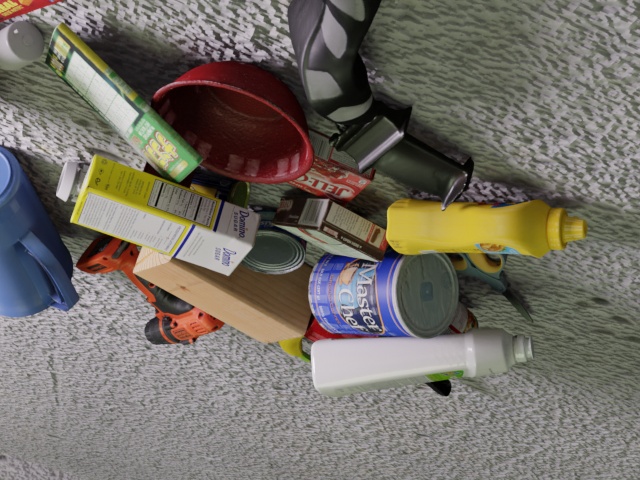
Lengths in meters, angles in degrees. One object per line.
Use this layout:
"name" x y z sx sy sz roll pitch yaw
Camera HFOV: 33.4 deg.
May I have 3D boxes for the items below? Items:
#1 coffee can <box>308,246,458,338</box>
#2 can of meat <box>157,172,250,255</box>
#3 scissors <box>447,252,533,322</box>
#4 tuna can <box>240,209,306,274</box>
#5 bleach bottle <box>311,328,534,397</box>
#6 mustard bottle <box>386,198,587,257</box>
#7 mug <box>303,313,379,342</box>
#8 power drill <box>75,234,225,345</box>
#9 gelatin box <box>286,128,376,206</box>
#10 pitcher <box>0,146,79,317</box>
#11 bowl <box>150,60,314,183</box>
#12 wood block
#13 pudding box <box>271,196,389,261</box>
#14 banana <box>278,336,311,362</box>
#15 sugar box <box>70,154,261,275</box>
"coffee can" 0.070 0.057 1.205 0.141 0.102 0.102 -3 149 48
"can of meat" -0.132 -0.025 1.182 0.084 0.102 0.057 13 -172 13
"scissors" 0.185 0.044 1.230 0.096 0.016 0.201 6 152 23
"tuna can" -0.058 0.002 1.245 0.086 0.033 0.086 4 143 3
"bleach bottle" 0.121 0.137 1.239 0.251 0.068 0.102 -8 167 17
"mustard bottle" 0.169 -0.012 1.067 0.192 0.058 0.096 2 176 26
"mug" 0.034 0.092 1.345 0.081 0.093 0.117 26 125 -10
"power drill" -0.234 0.069 1.432 0.187 0.057 0.185 42 145 -20
"gelatin box" 0.003 -0.073 1.086 0.089 0.030 0.073 23 154 -14
"pitcher" -0.391 -0.008 1.332 0.149 0.145 0.243 -5 150 -2
"bowl" -0.076 -0.120 1.007 0.162 0.055 0.162 15 154 7
"wood block" -0.111 0.041 1.312 0.205 0.090 0.091 32 151 -30
"pudding box" 0.011 -0.013 1.155 0.090 0.039 0.114 26 173 -27
"banana" -0.021 0.123 1.485 0.069 0.037 0.198 11 156 -12
"sugar box" -0.157 -0.023 1.083 0.176 0.048 0.093 18 154 -15
